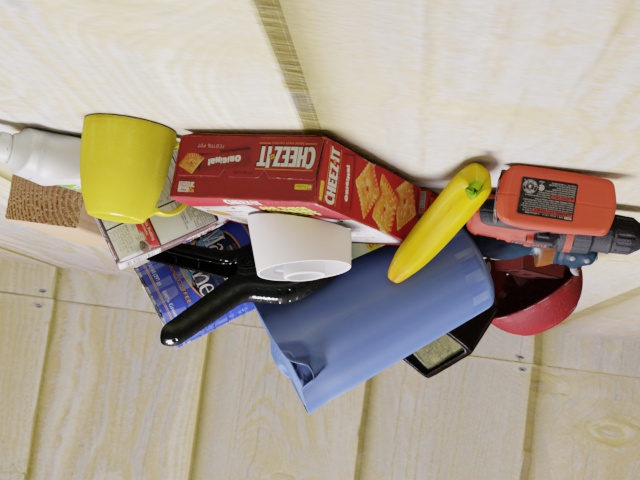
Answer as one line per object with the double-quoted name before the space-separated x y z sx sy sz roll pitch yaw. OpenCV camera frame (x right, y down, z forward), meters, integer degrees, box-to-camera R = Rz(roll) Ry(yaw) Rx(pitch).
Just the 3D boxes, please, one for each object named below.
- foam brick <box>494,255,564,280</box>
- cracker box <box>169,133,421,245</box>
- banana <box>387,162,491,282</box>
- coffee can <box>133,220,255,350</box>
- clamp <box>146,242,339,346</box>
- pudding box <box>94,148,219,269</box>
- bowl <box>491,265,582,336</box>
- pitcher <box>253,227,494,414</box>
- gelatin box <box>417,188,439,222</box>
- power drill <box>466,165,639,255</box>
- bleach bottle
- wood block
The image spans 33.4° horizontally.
"foam brick" 0.269 0.020 1.366 0.078 0.051 0.053 13 171 -33
"cracker box" -0.018 -0.049 1.056 0.164 0.072 0.213 3 171 30
"banana" 0.118 -0.023 1.024 0.069 0.037 0.198 -35 168 -30
"coffee can" -0.121 0.044 1.182 0.140 0.103 0.103 -27 179 -10
"clamp" -0.082 0.030 1.095 0.209 0.036 0.165 -14 -142 -17
"pudding box" -0.172 -0.034 1.083 0.113 0.090 0.039 -24 176 -13
"bowl" 0.291 0.080 1.433 0.162 0.055 0.162 -31 -168 7
"pitcher" 0.056 0.073 1.156 0.242 0.149 0.145 -26 147 -6
"gelatin box" 0.092 -0.038 1.184 0.089 0.030 0.073 5 173 26
"power drill" 0.235 -0.022 1.039 0.184 0.057 0.187 7 173 7
"bleach bottle" -0.224 -0.072 1.135 0.250 0.068 0.103 14 169 -26
"wood block" -0.285 -0.047 1.284 0.091 0.090 0.206 6 173 12
